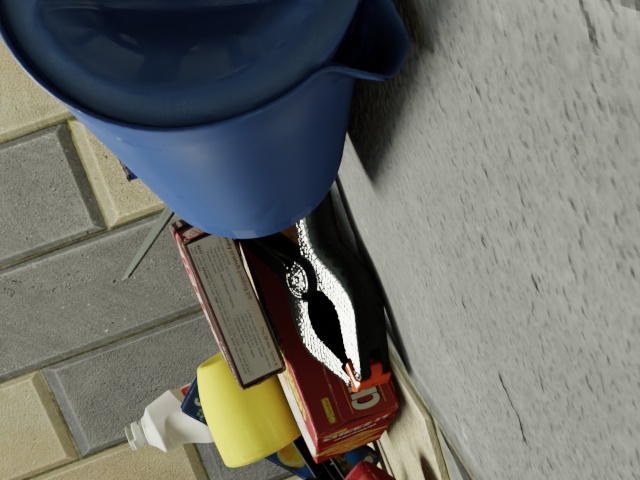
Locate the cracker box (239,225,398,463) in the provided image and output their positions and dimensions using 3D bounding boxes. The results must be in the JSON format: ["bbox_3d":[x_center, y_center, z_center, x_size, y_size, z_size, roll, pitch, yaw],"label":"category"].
[{"bbox_3d":[-0.002,0.082,0.849,0.214,0.072,0.164,93,155,-73],"label":"cracker box"}]

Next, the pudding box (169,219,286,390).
[{"bbox_3d":[-0.067,0.039,0.752,0.090,0.039,0.113,-144,30,-75],"label":"pudding box"}]

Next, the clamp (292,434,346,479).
[{"bbox_3d":[0.031,0.254,0.995,0.210,0.036,0.164,51,-175,-21],"label":"clamp"}]

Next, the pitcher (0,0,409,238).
[{"bbox_3d":[-0.054,-0.081,0.466,0.243,0.145,0.149,83,165,-78],"label":"pitcher"}]

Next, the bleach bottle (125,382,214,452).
[{"bbox_3d":[-0.102,0.191,1.240,0.103,0.250,0.068,-119,10,-57],"label":"bleach bottle"}]

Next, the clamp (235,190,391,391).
[{"bbox_3d":[0.000,0.012,0.688,0.171,0.039,0.120,55,145,24],"label":"clamp"}]
